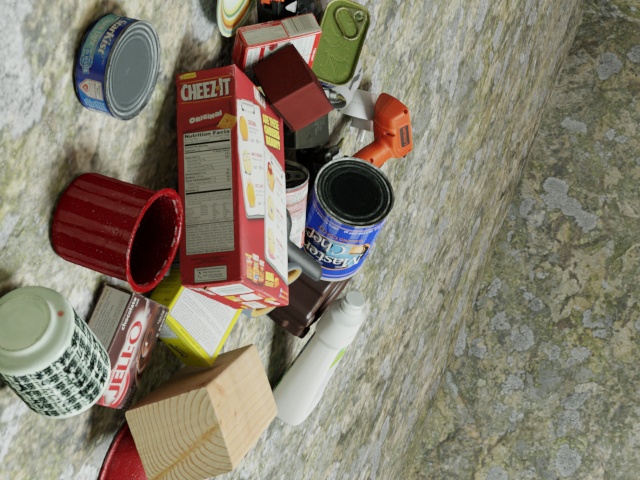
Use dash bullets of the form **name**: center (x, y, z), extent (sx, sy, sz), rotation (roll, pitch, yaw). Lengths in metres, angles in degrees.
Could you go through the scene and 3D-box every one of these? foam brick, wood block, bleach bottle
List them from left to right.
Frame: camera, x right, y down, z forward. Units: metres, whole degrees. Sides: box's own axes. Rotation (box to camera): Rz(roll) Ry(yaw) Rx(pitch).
- **wood block**: center (-0.120, 0.184, 1.141), extent (0.206, 0.091, 0.090), rotation (-35, 106, -78)
- **foam brick**: center (-0.028, -0.159, 1.118), extent (0.051, 0.053, 0.078), rotation (-29, 158, 8)
- **bleach bottle**: center (0.004, 0.158, 1.532), extent (0.102, 0.068, 0.251), rotation (-50, 172, -49)

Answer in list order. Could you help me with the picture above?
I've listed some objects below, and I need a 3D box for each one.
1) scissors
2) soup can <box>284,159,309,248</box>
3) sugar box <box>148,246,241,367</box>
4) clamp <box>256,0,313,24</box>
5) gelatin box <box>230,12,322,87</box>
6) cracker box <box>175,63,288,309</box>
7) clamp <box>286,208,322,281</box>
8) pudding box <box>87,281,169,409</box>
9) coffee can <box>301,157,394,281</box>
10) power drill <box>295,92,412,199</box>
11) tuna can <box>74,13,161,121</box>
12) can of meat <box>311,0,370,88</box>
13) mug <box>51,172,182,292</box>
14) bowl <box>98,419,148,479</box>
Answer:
- **scissors**: center (-0.106, 0.086, 1.243), extent (0.201, 0.016, 0.096), rotation (-30, 157, -25)
- **soup can**: center (-0.051, -0.039, 1.308), extent (0.068, 0.068, 0.102), rotation (-52, 154, -49)
- **sugar box**: center (-0.118, 0.040, 1.162), extent (0.093, 0.048, 0.176), rotation (54, 48, -35)
- **clamp**: center (-0.038, -0.240, 1.194), extent (0.209, 0.036, 0.164), rotation (-20, 125, -78)
- **gelatin box**: center (-0.049, -0.198, 1.122), extent (0.089, 0.030, 0.073), rotation (-16, 155, -20)
- **cracker box**: center (-0.088, -0.047, 1.073), extent (0.164, 0.072, 0.214), rotation (37, 48, -72)
- **clamp**: center (-0.058, 0.002, 1.271), extent (0.039, 0.120, 0.171), rotation (-114, -163, -45)
- **pudding box**: center (-0.198, 0.104, 1.034), extent (0.090, 0.039, 0.113), rotation (44, 64, -71)
- **coffee can**: center (0.026, -0.025, 1.359), extent (0.102, 0.103, 0.140), rotation (-61, 178, -33)
- **power drill**: center (0.043, -0.117, 1.462), extent (0.187, 0.057, 0.184), rotation (-42, 153, -17)
- **tuna can**: center (-0.169, -0.146, 0.895), extent (0.086, 0.034, 0.086), rotation (17, 90, -73)
- **can of meat**: center (0.017, -0.238, 1.307), extent (0.084, 0.057, 0.102), rotation (-156, -96, -81)
- **mug**: center (-0.171, -0.016, 0.929), extent (0.117, 0.082, 0.093), rotation (-49, 150, -53)
- **bowl**: center (-0.186, 0.260, 1.192), extent (0.162, 0.055, 0.162), rotation (17, 90, -73)
